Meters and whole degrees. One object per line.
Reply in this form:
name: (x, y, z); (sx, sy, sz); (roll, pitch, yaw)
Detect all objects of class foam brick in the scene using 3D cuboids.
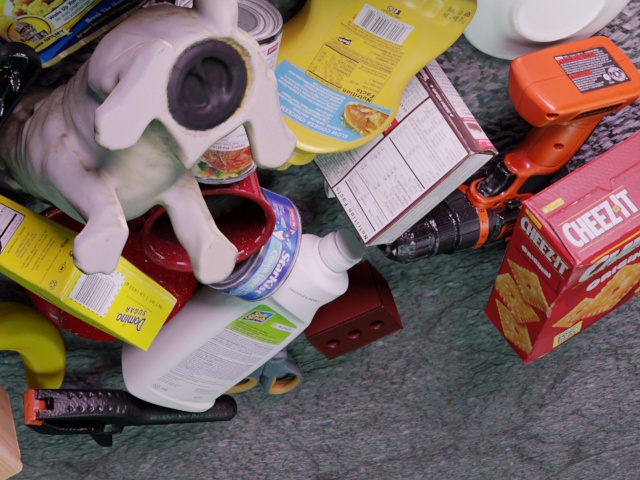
foam brick: (0.025, 0.064, 0.959); (0.078, 0.051, 0.053); (-25, 145, 13)

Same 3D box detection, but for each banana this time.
banana: (-0.245, 0.089, 0.877); (0.069, 0.037, 0.197); (-41, 161, -6)

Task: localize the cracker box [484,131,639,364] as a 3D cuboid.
cracker box: (0.230, 0.002, 0.870); (0.164, 0.072, 0.214); (-31, 159, -14)

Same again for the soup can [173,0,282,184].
soup can: (-0.064, -0.095, 0.658); (0.068, 0.068, 0.102); (-3, 132, -20)

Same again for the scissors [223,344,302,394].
scissors: (-0.060, 0.111, 1.002); (0.096, 0.016, 0.202); (-9, 155, -1)

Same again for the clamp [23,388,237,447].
clamp: (-0.184, 0.157, 0.969); (0.165, 0.036, 0.209); (-15, 161, 18)

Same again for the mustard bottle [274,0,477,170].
mustard bottle: (0.012, -0.111, 0.688); (0.096, 0.058, 0.192); (22, 135, -17)

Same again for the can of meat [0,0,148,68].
can of meat: (-0.148, -0.148, 0.572); (0.102, 0.057, 0.083); (-27, 148, 17)

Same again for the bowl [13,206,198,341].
bowl: (-0.159, 0.032, 0.833); (0.162, 0.055, 0.162); (-11, 147, -7)

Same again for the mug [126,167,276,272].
mug: (-0.096, -0.035, 0.736); (0.117, 0.081, 0.093); (-10, 146, -10)

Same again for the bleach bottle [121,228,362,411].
bleach bottle: (-0.057, 0.063, 0.888); (0.102, 0.068, 0.251); (20, 138, -40)

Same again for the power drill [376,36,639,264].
power drill: (0.141, -0.060, 0.789); (0.184, 0.057, 0.188); (-20, 156, -29)

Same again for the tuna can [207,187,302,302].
tuna can: (-0.055, 0.001, 0.803); (0.033, 0.086, 0.086); (22, 131, -41)

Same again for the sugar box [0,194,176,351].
sugar box: (-0.186, 0.009, 0.694); (0.048, 0.176, 0.093); (-62, 145, -12)

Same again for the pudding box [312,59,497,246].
pudding box: (0.054, -0.063, 0.746); (0.114, 0.090, 0.039); (-42, 161, 34)

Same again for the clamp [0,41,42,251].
clamp: (-0.208, -0.045, 0.620); (0.039, 0.120, 0.172); (19, 169, -30)
